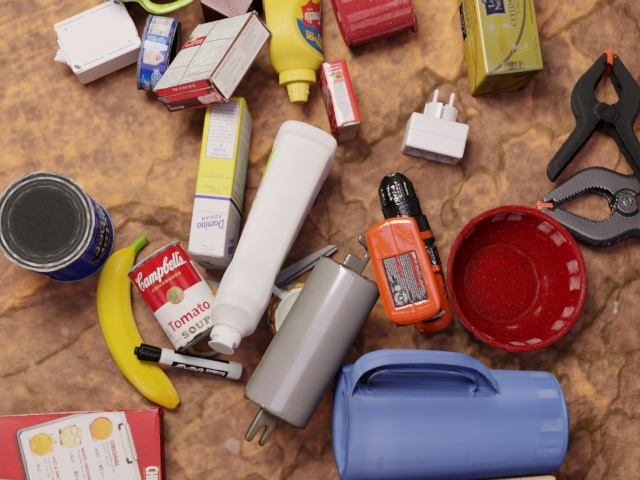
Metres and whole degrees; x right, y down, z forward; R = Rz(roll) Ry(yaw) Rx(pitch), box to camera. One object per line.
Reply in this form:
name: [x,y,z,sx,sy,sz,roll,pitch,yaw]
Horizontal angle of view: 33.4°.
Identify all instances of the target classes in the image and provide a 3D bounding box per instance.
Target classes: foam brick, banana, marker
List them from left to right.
banana: [-0.207,0.094,1.178,0.069,0.037,0.198,-12,84,-3]
marker: [-0.145,0.132,1.166,0.121,0.020,0.020,14,83,-19]
foam brick: [-0.099,-0.265,1.203,0.051,0.078,0.053,28,83,2]

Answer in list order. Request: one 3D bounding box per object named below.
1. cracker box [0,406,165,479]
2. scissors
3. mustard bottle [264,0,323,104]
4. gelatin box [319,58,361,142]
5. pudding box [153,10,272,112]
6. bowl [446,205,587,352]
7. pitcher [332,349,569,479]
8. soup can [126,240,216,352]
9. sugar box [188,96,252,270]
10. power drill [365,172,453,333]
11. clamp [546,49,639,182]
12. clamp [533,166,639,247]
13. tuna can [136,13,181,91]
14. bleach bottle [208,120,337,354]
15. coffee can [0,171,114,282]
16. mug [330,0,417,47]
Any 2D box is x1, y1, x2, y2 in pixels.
cracker box: [-0.274,0.265,1.139,0.213,0.072,0.164,-2,84,-3]
scissors: [-0.084,0.045,1.199,0.096,0.016,0.201,45,84,3]
mustard bottle: [-0.029,-0.248,1.194,0.058,0.096,0.191,-5,84,18]
gelatin box: [0.021,-0.154,1.189,0.030,0.089,0.073,-13,84,-4]
pudding box: [-0.115,-0.190,1.140,0.039,0.090,0.113,51,52,-35]
bowl: [0.210,0.045,1.185,0.162,0.055,0.162,2,81,-10]
pitcher: [0.134,0.188,1.131,0.242,0.149,0.145,-1,84,-6]
soup can: [-0.153,0.061,1.152,0.068,0.068,0.102,-34,87,-6]
sugar box: [-0.109,-0.061,1.166,0.048,0.093,0.176,8,79,5]
power drill: [0.093,0.013,1.125,0.057,0.187,0.184,-18,87,12]
clamp: [0.332,-0.132,1.211,0.120,0.039,0.171,16,75,4]
clamp: [0.350,-0.049,1.216,0.210,0.036,0.164,5,75,3]
tuna can: [-0.180,-0.207,1.189,0.033,0.086,0.086,11,83,-3]
bleach bottle: [-0.057,0.001,1.128,0.068,0.103,0.250,22,64,0]
coffee can: [-0.280,-0.011,1.135,0.103,0.140,0.103,0,83,-3]
mug: [0.054,-0.276,1.212,0.081,0.093,0.117,-18,54,0]
